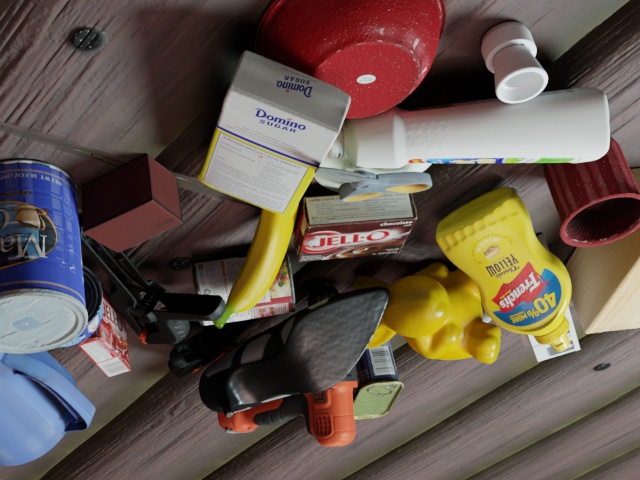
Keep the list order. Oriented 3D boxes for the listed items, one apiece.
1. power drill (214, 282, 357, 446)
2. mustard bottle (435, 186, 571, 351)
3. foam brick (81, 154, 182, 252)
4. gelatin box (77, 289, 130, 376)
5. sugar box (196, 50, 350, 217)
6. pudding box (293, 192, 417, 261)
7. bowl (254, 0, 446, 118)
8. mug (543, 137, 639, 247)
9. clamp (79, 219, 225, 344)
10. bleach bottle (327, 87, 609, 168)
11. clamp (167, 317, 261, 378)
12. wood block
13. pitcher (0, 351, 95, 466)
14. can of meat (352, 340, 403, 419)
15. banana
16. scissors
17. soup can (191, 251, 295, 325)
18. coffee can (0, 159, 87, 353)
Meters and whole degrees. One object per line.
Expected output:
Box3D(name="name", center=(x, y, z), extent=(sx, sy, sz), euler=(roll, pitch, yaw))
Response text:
Box3D(name="power drill", center=(-0.042, 0.151, 1.246), extent=(0.188, 0.184, 0.057), euler=(-13, 166, 40))
Box3D(name="mustard bottle", center=(0.210, 0.042, 1.134), extent=(0.096, 0.058, 0.191), euler=(-30, 108, 20))
Box3D(name="foam brick", center=(-0.174, -0.033, 0.984), extent=(0.078, 0.051, 0.053), euler=(-23, 148, 18))
Box3D(name="gelatin box", center=(-0.234, 0.094, 1.144), extent=(0.030, 0.073, 0.089), euler=(-16, 147, 4))
Box3D(name="sugar box", center=(-0.043, -0.084, 0.891), extent=(0.093, 0.048, 0.176), euler=(22, 153, -7))
Box3D(name="pudding box", center=(0.033, -0.014, 1.083), extent=(0.113, 0.039, 0.090), euler=(-7, 159, -10))
Box3D(name="bowl", center=(0.030, -0.149, 0.866), extent=(0.162, 0.055, 0.162), euler=(-9, 148, -6))
Box3D(name="mug", center=(0.283, -0.048, 1.087), extent=(0.093, 0.081, 0.117), euler=(-33, 143, 30))
Box3D(name="clamp", center=(-0.167, 0.065, 1.096), extent=(0.164, 0.036, 0.210), euler=(29, 155, 11))
Box3D(name="bleach bottle", center=(0.122, -0.096, 0.955), extent=(0.250, 0.068, 0.102), euler=(-4, -176, -6))
Box3D(name="clamp", center=(-0.139, 0.126, 1.215), extent=(0.120, 0.039, 0.172), euler=(-24, 167, -34))
Box3D(name="wood block", center=(0.359, 0.014, 1.204), extent=(0.090, 0.091, 0.206), euler=(-5, 147, -13))
Box3D(name="pitcher", center=(-0.348, 0.131, 1.111), extent=(0.149, 0.145, 0.243), euler=(-28, 146, -6))
Box3D(name="can of meat", center=(0.061, 0.166, 1.350), extent=(0.057, 0.084, 0.102), euler=(-3, 147, -15))
Box3D(name="banana", center=(-0.052, -0.001, 1.048), extent=(0.037, 0.069, 0.198), euler=(25, 115, 9))
Box3D(name="scissors", center=(0.025, -0.050, 0.954), extent=(0.096, 0.016, 0.201), euler=(-13, 172, 38))
Box3D(name="soup can", center=(-0.082, 0.050, 1.131), extent=(0.102, 0.068, 0.068), euler=(-8, 148, -6))
Box3D(name="coffee can", center=(-0.262, 0.015, 0.943), extent=(0.102, 0.140, 0.103), euler=(-9, 148, -6))
